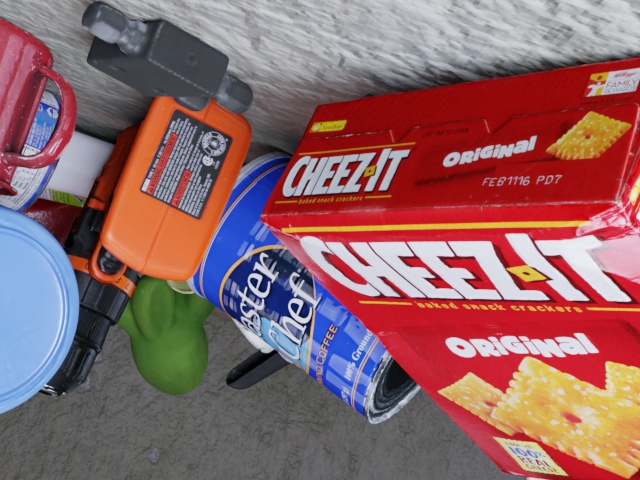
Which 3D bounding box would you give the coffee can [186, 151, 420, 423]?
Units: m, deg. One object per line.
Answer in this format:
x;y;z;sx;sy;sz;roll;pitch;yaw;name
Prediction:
0.005;0.026;0.629;0.140;0.103;0.102;34;178;22;coffee can

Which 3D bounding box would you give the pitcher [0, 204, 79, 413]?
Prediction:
-0.234;0.032;0.610;0.149;0.145;0.243;27;170;-39;pitcher

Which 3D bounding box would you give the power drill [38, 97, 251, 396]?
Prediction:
-0.113;-0.002;0.618;0.057;0.184;0.188;25;161;-19;power drill

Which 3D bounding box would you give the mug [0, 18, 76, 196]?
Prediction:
-0.184;-0.075;0.570;0.117;0.081;0.093;15;171;18;mug

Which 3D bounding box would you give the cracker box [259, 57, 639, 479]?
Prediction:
0.102;0.030;0.441;0.164;0.072;0.213;-2;142;44;cracker box

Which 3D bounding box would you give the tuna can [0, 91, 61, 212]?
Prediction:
-0.199;-0.060;0.682;0.033;0.086;0.086;23;170;-40;tuna can
